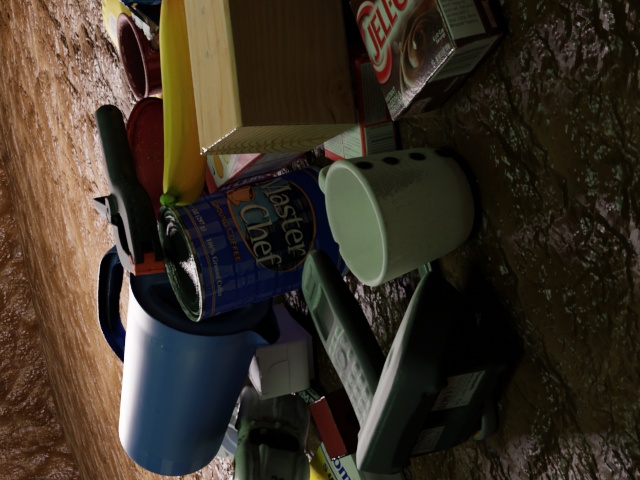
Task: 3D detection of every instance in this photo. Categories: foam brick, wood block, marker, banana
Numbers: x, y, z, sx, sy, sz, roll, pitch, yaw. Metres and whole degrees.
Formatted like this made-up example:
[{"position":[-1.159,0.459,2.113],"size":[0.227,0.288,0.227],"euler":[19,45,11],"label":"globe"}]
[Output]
[{"position":[0.039,0.141,0.874],"size":[0.053,0.078,0.051],"euler":[67,158,10],"label":"foam brick"},{"position":[-0.043,-0.173,0.770],"size":[0.090,0.090,0.206],"euler":[160,104,-64],"label":"wood block"},{"position":[-0.012,0.155,1.087],"size":[0.121,0.020,0.020],"euler":[34,136,58],"label":"marker"},{"position":[-0.114,-0.109,0.887],"size":[0.070,0.037,0.198],"euler":[99,167,-69],"label":"banana"}]

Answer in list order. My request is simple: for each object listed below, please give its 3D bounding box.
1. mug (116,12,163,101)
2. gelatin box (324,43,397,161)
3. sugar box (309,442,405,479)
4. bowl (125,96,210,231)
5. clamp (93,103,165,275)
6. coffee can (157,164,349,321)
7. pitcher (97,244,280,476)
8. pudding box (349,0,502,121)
[{"position":[-0.152,-0.197,1.087],"size":[0.117,0.081,0.093],"euler":[-23,84,69],"label":"mug"},{"position":[0.027,-0.099,0.792],"size":[0.073,0.030,0.089],"euler":[-148,48,-60],"label":"gelatin box"},{"position":[0.028,0.236,1.013],"size":[0.093,0.048,0.176],"euler":[64,158,24],"label":"sugar box"},{"position":[-0.128,-0.071,1.061],"size":[0.162,0.055,0.162],"euler":[-12,-90,-69],"label":"bowl"},{"position":[-0.173,-0.040,0.944],"size":[0.172,0.039,0.120],"euler":[-129,31,-48],"label":"clamp"},{"position":[-0.056,0.001,0.916],"size":[0.103,0.140,0.103],"euler":[50,149,46],"label":"coffee can"},{"position":[-0.140,0.114,1.039],"size":[0.149,0.144,0.243],"euler":[-113,29,-41],"label":"pitcher"},{"position":[0.062,-0.138,0.664],"size":[0.090,0.039,0.114],"euler":[70,158,10],"label":"pudding box"}]
